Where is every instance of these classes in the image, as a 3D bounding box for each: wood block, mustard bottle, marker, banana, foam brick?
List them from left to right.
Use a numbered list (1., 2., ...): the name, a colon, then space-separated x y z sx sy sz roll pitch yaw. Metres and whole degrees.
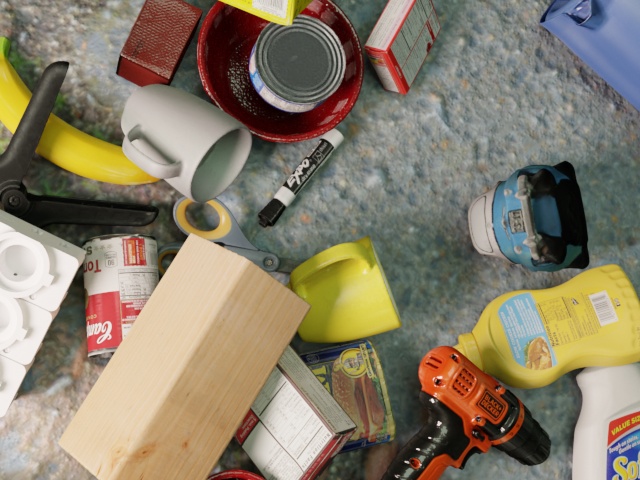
1. banana: -0.236 -0.104 0.974 0.198 0.037 0.069 40 72 -4
2. foam brick: -0.152 -0.186 1.003 0.053 0.051 0.078 26 74 -8
3. wood block: -0.111 0.110 0.886 0.090 0.091 0.206 39 78 -41
4. marker: -0.020 -0.060 1.030 0.020 0.020 0.121 40 73 -4
5. mustard bottle: 0.211 0.091 1.025 0.191 0.058 0.096 -15 63 -1

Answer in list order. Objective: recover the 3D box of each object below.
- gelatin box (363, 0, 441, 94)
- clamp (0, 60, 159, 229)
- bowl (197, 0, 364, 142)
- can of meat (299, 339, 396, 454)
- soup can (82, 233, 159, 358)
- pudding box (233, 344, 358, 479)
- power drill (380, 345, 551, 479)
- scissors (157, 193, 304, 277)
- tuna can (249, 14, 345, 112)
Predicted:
1. gelatin box: 0.082 -0.202 1.055 0.030 0.073 0.089 19 72 28
2. clamp: -0.259 -0.034 0.939 0.210 0.036 0.164 -37 109 -2
3. bowl: -0.042 -0.166 1.025 0.162 0.055 0.162 3 79 -14
4. can of meat: 0.015 0.147 0.981 0.083 0.057 0.102 -10 83 -19
5. soup can: -0.174 0.050 0.945 0.068 0.069 0.102 -3 80 -15
6. pudding box: -0.032 0.155 0.930 0.114 0.090 0.039 48 28 24
7. power drill: 0.119 0.212 0.978 0.184 0.057 0.187 41 76 -31
8. scissors: -0.057 0.001 1.003 0.201 0.016 0.096 -3 96 -15
9. tuna can: -0.022 -0.162 0.982 0.086 0.034 0.086 3 79 -14
